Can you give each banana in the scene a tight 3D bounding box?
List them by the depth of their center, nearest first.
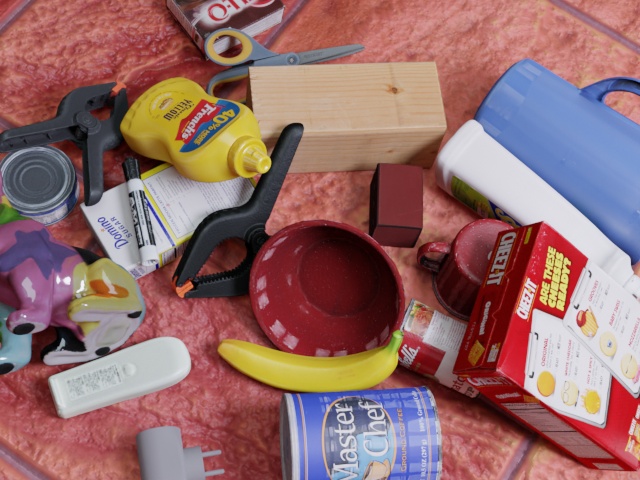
[{"bbox_3d":[-0.005,0.122,1.061,0.198,0.069,0.037,-6,19,19],"label":"banana"}]

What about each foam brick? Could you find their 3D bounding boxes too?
[{"bbox_3d":[0.082,-0.038,1.158,0.051,0.053,0.078,5,65,-5],"label":"foam brick"}]

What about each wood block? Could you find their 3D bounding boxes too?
[{"bbox_3d":[0.024,-0.135,1.176,0.206,0.090,0.091,-3,65,-8],"label":"wood block"}]

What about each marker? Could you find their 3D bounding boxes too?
[{"bbox_3d":[-0.185,-0.032,1.094,0.020,0.020,0.121,-11,68,-11],"label":"marker"}]

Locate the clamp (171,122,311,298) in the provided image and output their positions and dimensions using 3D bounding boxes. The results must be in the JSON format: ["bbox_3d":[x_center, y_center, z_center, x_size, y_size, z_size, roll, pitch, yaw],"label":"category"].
[{"bbox_3d":[-0.057,0.001,1.113,0.210,0.036,0.164,-40,111,-6],"label":"clamp"}]

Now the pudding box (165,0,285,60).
[{"bbox_3d":[-0.112,-0.275,1.251,0.113,0.039,0.090,-33,74,-18],"label":"pudding box"}]

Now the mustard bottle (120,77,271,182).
[{"bbox_3d":[-0.118,-0.107,1.096,0.096,0.058,0.192,-42,46,-21],"label":"mustard bottle"}]

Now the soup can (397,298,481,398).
[{"bbox_3d":[0.126,0.110,1.088,0.102,0.068,0.068,24,65,4],"label":"soup can"}]

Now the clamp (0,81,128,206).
[{"bbox_3d":[-0.263,-0.118,1.134,0.120,0.039,0.171,30,42,-14],"label":"clamp"}]

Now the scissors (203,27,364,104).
[{"bbox_3d":[-0.050,-0.222,1.228,0.201,0.016,0.096,-30,104,-17],"label":"scissors"}]

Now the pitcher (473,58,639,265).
[{"bbox_3d":[0.295,-0.100,1.166,0.243,0.145,0.149,38,68,14],"label":"pitcher"}]

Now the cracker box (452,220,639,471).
[{"bbox_3d":[0.242,0.108,1.050,0.213,0.072,0.164,35,62,-26],"label":"cracker box"}]

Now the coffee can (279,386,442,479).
[{"bbox_3d":[0.036,0.194,1.020,0.140,0.103,0.103,-2,66,-8],"label":"coffee can"}]

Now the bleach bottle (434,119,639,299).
[{"bbox_3d":[0.237,-0.020,1.133,0.251,0.102,0.068,39,80,17],"label":"bleach bottle"}]

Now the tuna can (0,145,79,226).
[{"bbox_3d":[-0.301,-0.059,1.134,0.086,0.034,0.086,2,65,-6],"label":"tuna can"}]

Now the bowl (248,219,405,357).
[{"bbox_3d":[0.011,0.048,1.082,0.162,0.162,0.055,27,24,6],"label":"bowl"}]

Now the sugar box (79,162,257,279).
[{"bbox_3d":[-0.155,-0.033,1.134,0.176,0.048,0.093,-28,71,-14],"label":"sugar box"}]

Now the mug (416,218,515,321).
[{"bbox_3d":[0.159,0.025,1.122,0.117,0.081,0.093,17,65,1],"label":"mug"}]
